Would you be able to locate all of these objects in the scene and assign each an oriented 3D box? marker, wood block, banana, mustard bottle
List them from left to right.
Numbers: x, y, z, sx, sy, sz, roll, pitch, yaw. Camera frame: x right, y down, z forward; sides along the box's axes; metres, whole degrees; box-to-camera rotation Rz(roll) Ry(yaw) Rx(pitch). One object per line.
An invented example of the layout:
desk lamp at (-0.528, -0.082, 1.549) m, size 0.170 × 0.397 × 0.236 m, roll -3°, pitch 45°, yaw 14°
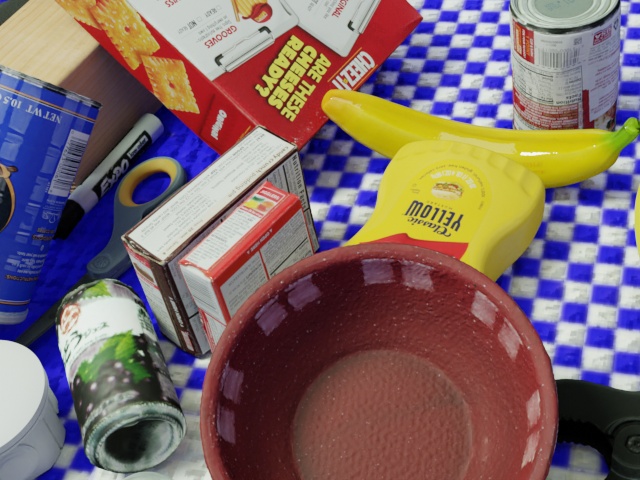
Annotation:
wood block at (-0.162, -0.141, 0.788) m, size 0.090 × 0.091 × 0.205 m, roll 16°, pitch 53°, yaw 26°
marker at (-0.150, -0.044, 0.742) m, size 0.020 × 0.020 × 0.121 m, roll 17°, pitch 53°, yaw 26°
mustard bottle at (0.051, 0.025, 0.602) m, size 0.096 × 0.058 × 0.191 m, roll 19°, pitch 54°, yaw 22°
banana at (0.099, -0.063, 0.668) m, size 0.198 × 0.069 × 0.037 m, roll 7°, pitch 50°, yaw 20°

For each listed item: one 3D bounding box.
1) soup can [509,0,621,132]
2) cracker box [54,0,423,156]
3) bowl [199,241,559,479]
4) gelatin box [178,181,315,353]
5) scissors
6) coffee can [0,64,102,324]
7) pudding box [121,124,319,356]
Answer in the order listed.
soup can at (0.155, -0.113, 0.680) m, size 0.068 × 0.102 × 0.068 m, roll -7°, pitch 46°, yaw 7°
cracker box at (-0.062, -0.165, 0.728) m, size 0.213 × 0.072 × 0.164 m, roll 43°, pitch 61°, yaw -4°
bowl at (0.027, 0.084, 0.500) m, size 0.162 × 0.055 × 0.162 m, roll -3°, pitch 63°, yaw 5°
gelatin box at (-0.036, 0.024, 0.602) m, size 0.030 × 0.089 × 0.073 m, roll 25°, pitch 56°, yaw 33°
scissors at (-0.144, 0.005, 0.696) m, size 0.201 × 0.016 × 0.096 m, roll -33°, pitch 47°, yaw -18°
coffee can at (-0.201, -0.034, 0.633) m, size 0.103 × 0.102 × 0.140 m, roll 22°, pitch 93°, yaw 30°
pudding box at (-0.054, 0.001, 0.627) m, size 0.039 × 0.090 × 0.113 m, roll 28°, pitch 58°, yaw 32°
